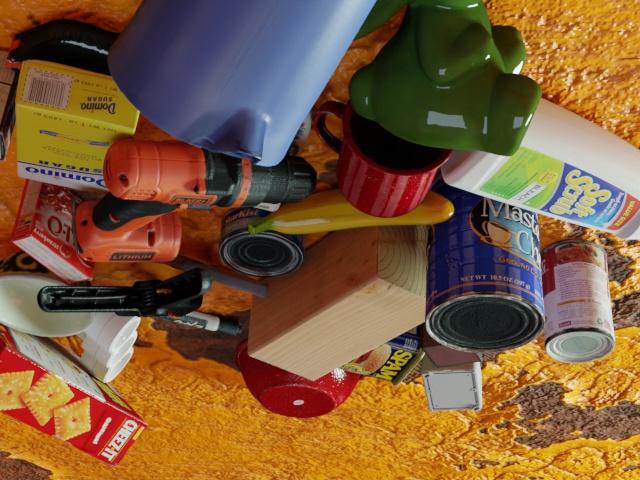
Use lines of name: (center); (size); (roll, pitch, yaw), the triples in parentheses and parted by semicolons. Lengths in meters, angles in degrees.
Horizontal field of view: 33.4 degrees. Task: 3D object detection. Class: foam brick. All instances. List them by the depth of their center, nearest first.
foam brick: (0.136, 0.085, 1.113); (0.051, 0.078, 0.053); (-12, 145, 22)

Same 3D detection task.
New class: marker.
marker: (-0.146, 0.086, 1.197); (0.121, 0.020, 0.020); (16, 144, -16)

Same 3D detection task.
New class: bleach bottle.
bleach bottle: (0.231, -0.056, 0.909); (0.250, 0.068, 0.103); (16, 143, -22)

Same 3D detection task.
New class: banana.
banana: (0.034, -0.025, 0.970); (0.198, 0.069, 0.037); (-7, 116, 26)

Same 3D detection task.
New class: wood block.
wood block: (0.024, 0.055, 1.070); (0.090, 0.090, 0.207); (26, 140, -29)

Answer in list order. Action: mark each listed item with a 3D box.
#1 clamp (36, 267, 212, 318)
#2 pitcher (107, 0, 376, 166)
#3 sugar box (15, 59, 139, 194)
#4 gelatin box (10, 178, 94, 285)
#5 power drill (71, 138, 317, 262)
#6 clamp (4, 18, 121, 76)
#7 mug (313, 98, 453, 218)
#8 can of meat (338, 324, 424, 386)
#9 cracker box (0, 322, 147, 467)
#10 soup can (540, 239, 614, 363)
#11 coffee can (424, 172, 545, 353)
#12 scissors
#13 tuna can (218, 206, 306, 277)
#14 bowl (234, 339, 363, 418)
clamp: (-0.163, 0.056, 1.067); (0.165, 0.036, 0.210); (-7, 171, 13)
pitcher: (-0.023, -0.181, 0.659); (0.149, 0.144, 0.243); (39, 116, 5)
sugar box: (-0.203, -0.087, 0.883); (0.093, 0.048, 0.176); (12, 160, -11)
gelatin box: (-0.248, -0.010, 1.017); (0.030, 0.073, 0.089); (-15, 141, 27)
power drill: (-0.119, -0.034, 0.909); (0.184, 0.057, 0.188); (4, 159, -32)
clamp: (-0.161, -0.145, 0.840); (0.171, 0.039, 0.120); (9, 144, -7)
mug: (0.047, -0.076, 0.883); (0.117, 0.093, 0.081); (25, 151, 6)
can of meat: (0.062, 0.111, 1.178); (0.084, 0.057, 0.102); (16, 144, -12)
cracker box: (-0.318, 0.154, 1.194); (0.213, 0.072, 0.164); (41, 175, -41)
soup can: (0.249, 0.060, 1.040); (0.068, 0.102, 0.068); (3, 146, 2)
coffee can: (0.145, 0.015, 0.951); (0.103, 0.140, 0.103); (3, 146, 2)
scissors: (-0.143, 0.022, 1.097); (0.202, 0.016, 0.096); (18, 179, 14)
tuna can: (-0.057, 0.001, 1.048); (0.086, 0.033, 0.086); (3, 146, 2)
bowl: (-0.025, 0.168, 1.274); (0.162, 0.055, 0.162); (3, 147, 2)
